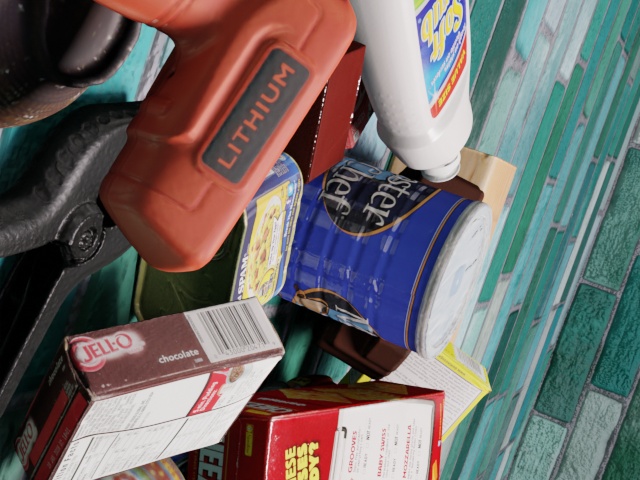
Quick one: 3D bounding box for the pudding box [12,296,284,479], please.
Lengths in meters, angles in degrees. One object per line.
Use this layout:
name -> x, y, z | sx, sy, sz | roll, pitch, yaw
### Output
pudding box -> -0.084, 0.076, 0.524 | 0.113, 0.039, 0.090 | -8, 146, -40

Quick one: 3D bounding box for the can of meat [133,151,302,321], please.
can of meat -> -0.054, 0.001, 0.597 | 0.083, 0.057, 0.102 | -37, 144, -60

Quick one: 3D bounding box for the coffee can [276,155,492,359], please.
coffee can -> 0.024, 0.002, 0.678 | 0.102, 0.140, 0.103 | -52, 154, -39

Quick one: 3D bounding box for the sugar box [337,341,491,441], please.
sugar box -> 0.048, 0.151, 0.879 | 0.176, 0.093, 0.048 | -50, -169, 17

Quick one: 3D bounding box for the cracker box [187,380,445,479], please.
cracker box -> 0.000, 0.182, 0.706 | 0.213, 0.072, 0.164 | 4, 90, -55

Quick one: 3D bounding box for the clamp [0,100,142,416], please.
clamp -> -0.117, 0.004, 0.465 | 0.171, 0.039, 0.120 | -43, 155, -39

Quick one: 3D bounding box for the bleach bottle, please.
bleach bottle -> 0.059, -0.139, 0.669 | 0.102, 0.068, 0.251 | -56, 145, -29

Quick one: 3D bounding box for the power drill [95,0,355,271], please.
power drill -> -0.092, -0.070, 0.296 | 0.187, 0.057, 0.184 | 39, 80, -31
